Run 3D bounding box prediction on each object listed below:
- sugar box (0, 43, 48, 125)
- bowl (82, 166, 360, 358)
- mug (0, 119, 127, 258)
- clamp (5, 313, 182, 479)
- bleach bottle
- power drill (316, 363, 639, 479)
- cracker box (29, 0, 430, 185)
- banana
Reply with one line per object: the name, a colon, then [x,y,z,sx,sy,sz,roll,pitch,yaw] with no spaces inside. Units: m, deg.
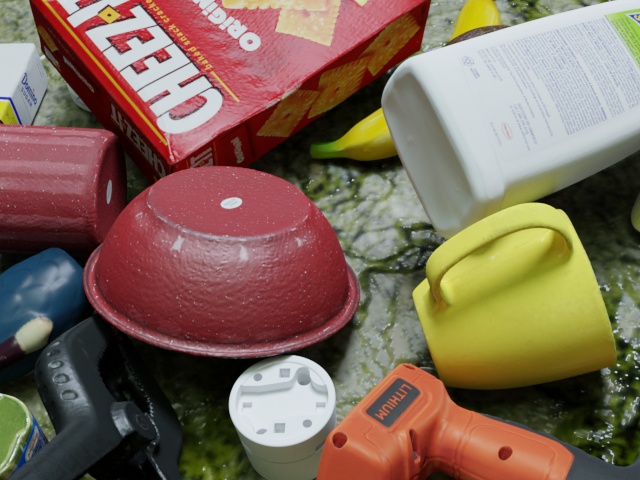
sugar box: [-0.261,-0.068,0.746,0.093,0.048,0.176,2,46,9]
bowl: [-0.054,0.001,0.612,0.162,0.055,0.162,5,28,-3]
mug: [-0.170,-0.033,0.684,0.081,0.093,0.117,3,13,4]
clamp: [-0.095,0.111,0.538,0.036,0.164,0.210,-40,28,9]
bleach bottle: [0.165,-0.086,0.616,0.250,0.068,0.102,-19,77,-23]
power drill: [0.095,0.126,0.480,0.188,0.057,0.184,17,21,21]
cracker box: [-0.059,-0.146,0.716,0.213,0.072,0.164,-35,70,-19]
banana: [0.079,-0.112,0.743,0.070,0.037,0.197,31,60,29]
